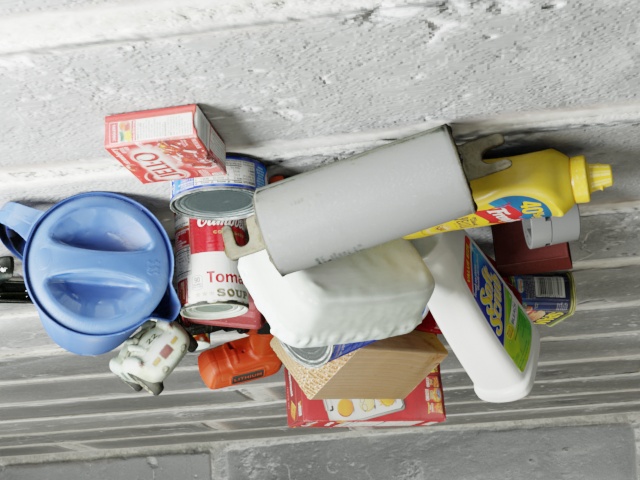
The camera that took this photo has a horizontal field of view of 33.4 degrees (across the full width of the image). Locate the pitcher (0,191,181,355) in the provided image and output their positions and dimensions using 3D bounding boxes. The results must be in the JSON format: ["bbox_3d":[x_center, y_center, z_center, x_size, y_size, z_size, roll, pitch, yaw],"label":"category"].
[{"bbox_3d":[-0.232,0.040,1.055,0.144,0.149,0.243,-14,171,-17],"label":"pitcher"}]

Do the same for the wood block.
[{"bbox_3d":[0.049,0.127,1.260,0.091,0.090,0.205,-49,150,19],"label":"wood block"}]

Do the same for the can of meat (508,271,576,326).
[{"bbox_3d":[0.268,0.075,1.367,0.084,0.057,0.102,2,163,-10],"label":"can of meat"}]

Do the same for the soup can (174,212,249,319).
[{"bbox_3d":[-0.104,0.019,1.015,0.068,0.102,0.068,-4,164,-1],"label":"soup can"}]

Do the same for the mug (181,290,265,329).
[{"bbox_3d":[-0.096,0.042,1.109,0.081,0.093,0.117,5,141,4],"label":"mug"}]

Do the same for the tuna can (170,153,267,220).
[{"bbox_3d":[-0.087,-0.046,0.923,0.086,0.034,0.086,-3,164,-1],"label":"tuna can"}]

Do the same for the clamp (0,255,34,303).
[{"bbox_3d":[-0.382,0.056,1.207,0.210,0.036,0.164,-8,163,23],"label":"clamp"}]

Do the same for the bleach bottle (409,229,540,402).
[{"bbox_3d":[0.144,0.055,1.086,0.068,0.102,0.250,-10,135,34],"label":"bleach bottle"}]

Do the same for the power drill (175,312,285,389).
[{"bbox_3d":[-0.094,0.109,1.258,0.184,0.057,0.188,-11,152,-23],"label":"power drill"}]

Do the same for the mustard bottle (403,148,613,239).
[{"bbox_3d":[0.158,-0.043,0.936,0.192,0.058,0.096,-9,163,16],"label":"mustard bottle"}]

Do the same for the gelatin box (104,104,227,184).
[{"bbox_3d":[-0.119,-0.072,0.831,0.073,0.030,0.089,-6,163,9],"label":"gelatin box"}]

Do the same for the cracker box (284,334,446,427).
[{"bbox_3d":[0.058,0.172,1.467,0.213,0.164,0.072,3,160,-22],"label":"cracker box"}]

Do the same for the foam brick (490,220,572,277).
[{"bbox_3d":[0.222,0.004,1.124,0.078,0.051,0.053,-8,162,14],"label":"foam brick"}]
